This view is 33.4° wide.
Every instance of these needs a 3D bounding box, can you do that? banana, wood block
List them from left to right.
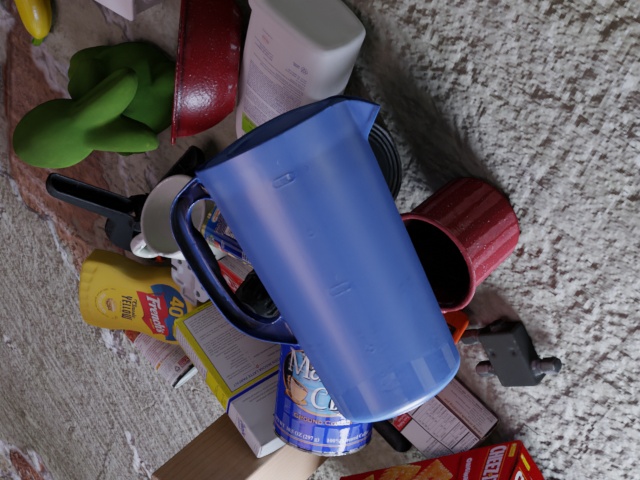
[{"bbox_3d":[-0.335,-0.300,1.159,0.070,0.037,0.198,10,127,41],"label":"banana"},{"bbox_3d":[-0.081,0.248,1.197,0.090,0.205,0.091,25,136,32],"label":"wood block"}]

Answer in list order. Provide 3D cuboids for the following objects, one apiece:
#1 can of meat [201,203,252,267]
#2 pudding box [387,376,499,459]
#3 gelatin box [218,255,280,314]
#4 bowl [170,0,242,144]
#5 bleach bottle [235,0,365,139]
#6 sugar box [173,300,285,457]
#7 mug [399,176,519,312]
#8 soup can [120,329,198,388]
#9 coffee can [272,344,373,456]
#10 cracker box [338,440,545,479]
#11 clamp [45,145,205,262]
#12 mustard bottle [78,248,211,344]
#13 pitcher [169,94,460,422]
[{"bbox_3d":[-0.057,0.001,1.062,0.084,0.057,0.102,27,180,34],"label":"can of meat"},{"bbox_3d":[0.112,0.169,1.066,0.113,0.039,0.090,42,141,10],"label":"pudding box"},{"bbox_3d":[-0.068,0.054,1.144,0.089,0.030,0.073,35,159,27],"label":"gelatin box"},{"bbox_3d":[-0.102,-0.164,0.962,0.055,0.162,0.162,4,136,-7],"label":"bowl"},{"bbox_3d":[-0.038,-0.120,0.969,0.103,0.068,0.251,45,146,15],"label":"bleach bottle"},{"bbox_3d":[-0.077,0.142,1.172,0.176,0.093,0.048,54,156,19],"label":"sugar box"},{"bbox_3d":[0.112,0.009,0.894,0.093,0.081,0.117,24,135,33],"label":"mug"},{"bbox_3d":[-0.191,0.125,1.332,0.102,0.068,0.069,46,143,7],"label":"soup can"},{"bbox_3d":[0.009,0.125,1.053,0.103,0.102,0.140,21,115,35],"label":"coffee can"},{"bbox_3d":[0.133,0.296,1.055,0.214,0.072,0.164,-19,113,34],"label":"cracker box"},{"bbox_3d":[-0.206,-0.032,1.171,0.210,0.164,0.036,98,163,-62],"label":"clamp"},{"bbox_3d":[-0.187,0.074,1.258,0.192,0.058,0.096,12,120,9],"label":"mustard bottle"},{"bbox_3d":[0.003,0.020,0.838,0.149,0.144,0.243,-15,106,50],"label":"pitcher"}]
